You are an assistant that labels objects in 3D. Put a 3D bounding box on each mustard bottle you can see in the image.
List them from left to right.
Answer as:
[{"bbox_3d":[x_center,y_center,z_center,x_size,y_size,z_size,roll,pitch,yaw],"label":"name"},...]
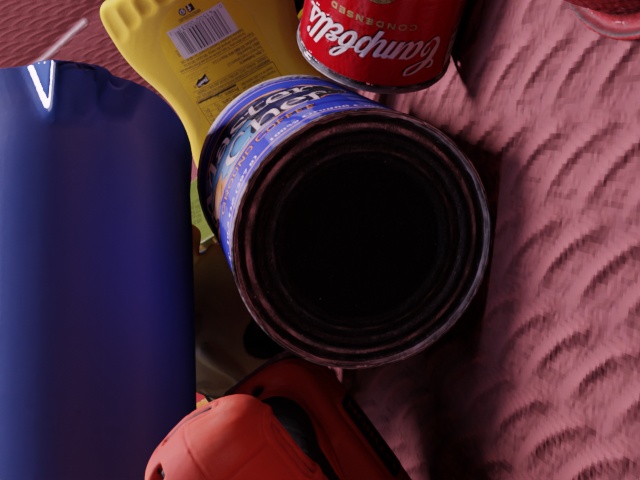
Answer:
[{"bbox_3d":[-0.030,-0.069,0.582,0.191,0.096,0.058,59,-165,-22],"label":"mustard bottle"}]

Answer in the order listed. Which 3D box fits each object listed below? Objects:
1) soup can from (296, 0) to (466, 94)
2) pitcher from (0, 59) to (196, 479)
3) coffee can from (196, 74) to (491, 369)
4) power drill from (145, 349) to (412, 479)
[{"bbox_3d":[0.032,-0.120,0.430,0.068,0.068,0.102,-100,17,-44],"label":"soup can"},{"bbox_3d":[-0.116,0.056,0.465,0.149,0.145,0.243,48,-155,-47],"label":"pitcher"},{"bbox_3d":[0.003,-0.015,0.469,0.140,0.102,0.103,-130,43,-72],"label":"coffee can"},{"bbox_3d":[0.014,0.119,0.393,0.184,0.057,0.187,54,-179,-6],"label":"power drill"}]
